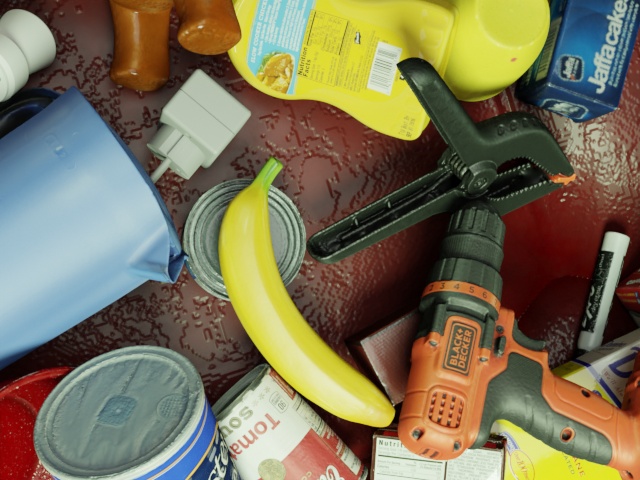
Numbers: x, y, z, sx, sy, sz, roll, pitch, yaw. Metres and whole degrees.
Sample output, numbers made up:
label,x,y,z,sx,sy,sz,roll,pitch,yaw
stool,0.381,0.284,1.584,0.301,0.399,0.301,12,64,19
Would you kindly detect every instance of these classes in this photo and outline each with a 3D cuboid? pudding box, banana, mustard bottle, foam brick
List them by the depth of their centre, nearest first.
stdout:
label,x,y,z,sx,sy,sz,roll,pitch,yaw
banana,-0.019,0.046,0.713,0.069,0.037,0.198,-24,94,7
pudding box,0.079,0.186,0.734,0.090,0.039,0.113,5,96,13
mustard bottle,-0.007,-0.143,0.743,0.192,0.058,0.096,19,116,9
foam brick,0.065,0.075,0.761,0.078,0.053,0.051,-29,92,-11

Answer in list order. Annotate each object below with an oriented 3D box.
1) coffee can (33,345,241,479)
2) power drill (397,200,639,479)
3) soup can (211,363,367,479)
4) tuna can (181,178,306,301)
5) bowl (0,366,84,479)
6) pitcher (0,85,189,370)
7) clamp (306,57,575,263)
label,x,y,z,sx,sy,sz,roll,pitch,yaw
coffee can,-0.103,0.150,0.662,0.102,0.103,0.140,-26,129,-13
power drill,0.153,0.076,0.709,0.187,0.057,0.184,18,65,-2
soup can,-0.026,0.142,0.729,0.068,0.068,0.102,-43,95,-12
tuna can,-0.055,0.001,0.751,0.086,0.034,0.086,1,86,-12
bowl,-0.196,0.149,0.675,0.161,0.055,0.162,-25,124,-45
pitcher,-0.220,0.013,0.678,0.242,0.149,0.145,-34,108,-9
clamp,0.102,-0.058,0.741,0.209,0.165,0.036,-8,48,-31
